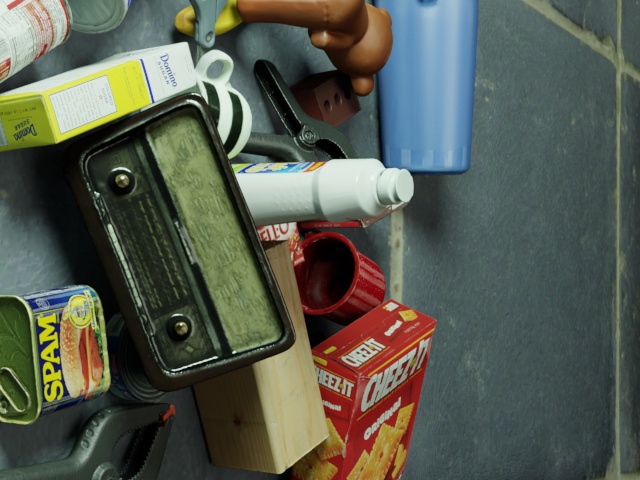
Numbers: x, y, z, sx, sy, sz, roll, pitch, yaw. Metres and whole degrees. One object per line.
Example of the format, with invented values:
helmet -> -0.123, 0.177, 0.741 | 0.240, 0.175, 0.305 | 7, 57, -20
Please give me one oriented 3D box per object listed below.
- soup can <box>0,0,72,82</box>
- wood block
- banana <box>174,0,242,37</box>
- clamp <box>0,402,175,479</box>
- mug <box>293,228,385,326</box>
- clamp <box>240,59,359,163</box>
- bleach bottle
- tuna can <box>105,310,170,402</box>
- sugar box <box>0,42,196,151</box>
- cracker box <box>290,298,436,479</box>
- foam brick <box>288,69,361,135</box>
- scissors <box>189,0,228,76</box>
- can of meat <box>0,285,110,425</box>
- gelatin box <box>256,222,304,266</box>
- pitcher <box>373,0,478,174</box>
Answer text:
soup can -> -0.250, -0.160, 0.821 | 0.102, 0.069, 0.068 | -49, 126, -44
wood block -> -0.070, 0.111, 1.040 | 0.090, 0.091, 0.206 | -28, 111, -51
banana -> -0.085, -0.257, 1.081 | 0.197, 0.037, 0.069 | -58, 141, -31
clamp -> -0.190, 0.217, 0.909 | 0.209, 0.036, 0.164 | -40, 119, -49
mug -> 0.015, 0.038, 1.179 | 0.081, 0.093, 0.117 | 32, 26, -55
clamp -> -0.029, -0.099, 1.111 | 0.171, 0.039, 0.120 | 40, 61, -8
bleach bottle -> -0.027, -0.043, 0.970 | 0.102, 0.251, 0.068 | -18, 103, -54
tuna can -> -0.161, 0.101, 0.960 | 0.086, 0.034, 0.086 | 5, 84, -55
sugar box -> -0.191, -0.119, 0.880 | 0.175, 0.094, 0.048 | -31, 114, -51
cracker box -> 0.045, 0.192, 1.153 | 0.163, 0.072, 0.214 | -28, 134, -52
foam brick -> -0.001, -0.154, 1.186 | 0.078, 0.051, 0.053 | -41, 120, -48
scissors -> -0.098, -0.209, 1.022 | 0.096, 0.016, 0.202 | -38, 139, -37
can of meat -> -0.219, 0.089, 0.860 | 0.083, 0.058, 0.102 | -11, 97, -57
gelatin box -> -0.057, 0.001, 1.115 | 0.089, 0.030, 0.073 | -29, 111, -52
pitcher -> 0.131, -0.203, 1.325 | 0.148, 0.145, 0.243 | -3, 94, -43
